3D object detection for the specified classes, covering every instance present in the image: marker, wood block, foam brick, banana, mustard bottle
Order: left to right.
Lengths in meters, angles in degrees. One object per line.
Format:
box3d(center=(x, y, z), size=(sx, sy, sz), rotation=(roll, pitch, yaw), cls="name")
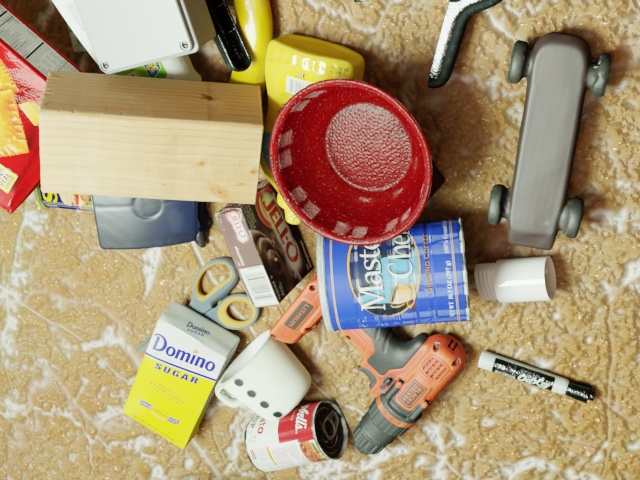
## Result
box3d(center=(-0.163, -0.101, 1.039), size=(0.206, 0.091, 0.090), rotation=(3, 125, -8), cls="wood block")
box3d(center=(-0.080, -0.187, 1.077), size=(0.070, 0.037, 0.198), rotation=(26, 122, 12), cls="banana")
box3d(center=(-0.016, -0.104, 1.073), size=(0.096, 0.058, 0.192), rotation=(19, 120, 18), cls="mustard bottle")
box3d(center=(0.076, -0.070, 1.048), size=(0.051, 0.052, 0.078), rotation=(-29, 98, 33), cls="foam brick")
box3d(center=(0.222, 0.141, 1.097), size=(0.121, 0.020, 0.020), rotation=(18, 120, 18), cls="marker")

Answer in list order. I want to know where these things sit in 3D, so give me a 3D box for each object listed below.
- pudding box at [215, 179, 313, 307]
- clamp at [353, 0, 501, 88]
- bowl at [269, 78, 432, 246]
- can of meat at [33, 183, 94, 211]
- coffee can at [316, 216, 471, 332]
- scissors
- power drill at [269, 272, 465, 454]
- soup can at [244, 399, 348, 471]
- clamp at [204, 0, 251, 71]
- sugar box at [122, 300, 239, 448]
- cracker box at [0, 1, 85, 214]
box3d(center=(-0.057, 0.001, 1.124), size=(0.039, 0.089, 0.113), rotation=(-9, 109, 30), cls="pudding box")
box3d(center=(0.111, -0.235, 0.962), size=(0.120, 0.039, 0.172), rotation=(39, 118, -1), cls="clamp")
box3d(center=(0.035, -0.079, 0.997), size=(0.162, 0.055, 0.162), rotation=(10, 117, 21), cls="bowl")
box3d(center=(-0.278, -0.083, 1.211), size=(0.084, 0.057, 0.102), rotation=(6, 115, 21), cls="can of meat")
box3d(center=(0.073, 0.034, 1.046), size=(0.140, 0.102, 0.103), rotation=(-5, 112, 7), cls="coffee can")
box3d(center=(-0.140, 0.099, 1.254), size=(0.096, 0.016, 0.202), rotation=(40, 124, 3), cls="scissors")
box3d(center=(0.040, 0.128, 1.159), size=(0.187, 0.057, 0.185), rotation=(38, 120, 2), cls="power drill")
box3d(center=(-0.029, 0.226, 1.230), size=(0.102, 0.068, 0.068), rotation=(-18, 105, 32), cls="soup can")
box3d(center=(-0.119, -0.283, 1.015), size=(0.210, 0.036, 0.165), rotation=(48, 142, 18), cls="clamp")
box3d(center=(-0.168, 0.162, 1.269), size=(0.093, 0.048, 0.176), rotation=(29, 130, 5), cls="sugar box")
box3d(center=(-0.354, -0.155, 1.113), size=(0.213, 0.072, 0.164), rotation=(41, 119, -14), cls="cracker box")
